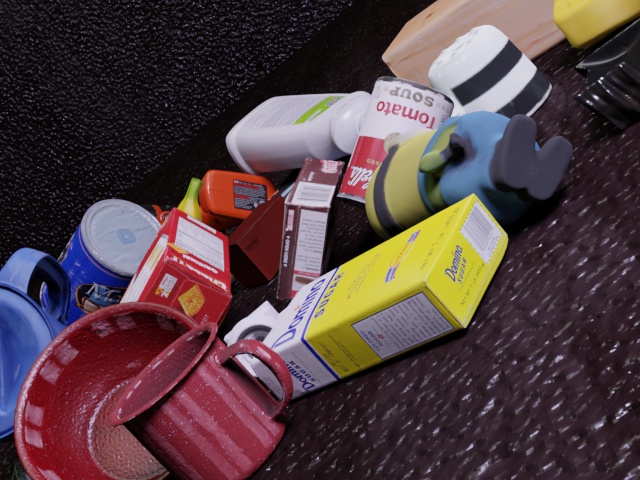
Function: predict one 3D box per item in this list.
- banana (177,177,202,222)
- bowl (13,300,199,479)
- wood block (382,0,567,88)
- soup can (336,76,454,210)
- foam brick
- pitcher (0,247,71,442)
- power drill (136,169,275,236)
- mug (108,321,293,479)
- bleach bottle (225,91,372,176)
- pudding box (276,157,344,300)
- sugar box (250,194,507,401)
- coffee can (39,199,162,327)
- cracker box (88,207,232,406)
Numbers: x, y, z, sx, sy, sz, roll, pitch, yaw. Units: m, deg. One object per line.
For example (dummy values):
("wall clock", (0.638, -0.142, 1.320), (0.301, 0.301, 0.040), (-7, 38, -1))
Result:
("banana", (-0.144, 0.012, 1.190), (0.069, 0.037, 0.198), (-55, -12, -28))
("bowl", (-0.143, 0.128, 0.796), (0.162, 0.055, 0.162), (-9, 55, 13))
("wood block", (0.174, -0.218, 1.055), (0.207, 0.090, 0.090), (-30, 18, 40))
("soup can", (0.061, -0.072, 0.855), (0.069, 0.068, 0.102), (-169, 97, -74))
("foam brick", (-0.057, 0.001, 1.074), (0.078, 0.053, 0.051), (-48, 15, -30))
("pitcher", (-0.270, 0.113, 0.972), (0.149, 0.145, 0.243), (-27, -12, -4))
("power drill", (-0.156, -0.033, 1.275), (0.184, 0.057, 0.188), (5, -15, -40))
("mug", (-0.067, 0.107, 0.692), (0.117, 0.081, 0.093), (-36, 14, 22))
("bleach bottle", (-0.007, -0.118, 1.166), (0.102, 0.068, 0.251), (-44, 23, -19))
("pudding box", (-0.007, -0.010, 0.898), (0.113, 0.039, 0.090), (-67, -15, -65))
("sugar box", (0.035, 0.041, 0.699), (0.177, 0.048, 0.093), (-27, 19, 43))
("coffee can", (-0.249, 0.035, 1.222), (0.141, 0.103, 0.102), (-49, 5, 40))
("cracker box", (-0.143, 0.075, 0.951), (0.164, 0.072, 0.214), (-60, 12, 9))
